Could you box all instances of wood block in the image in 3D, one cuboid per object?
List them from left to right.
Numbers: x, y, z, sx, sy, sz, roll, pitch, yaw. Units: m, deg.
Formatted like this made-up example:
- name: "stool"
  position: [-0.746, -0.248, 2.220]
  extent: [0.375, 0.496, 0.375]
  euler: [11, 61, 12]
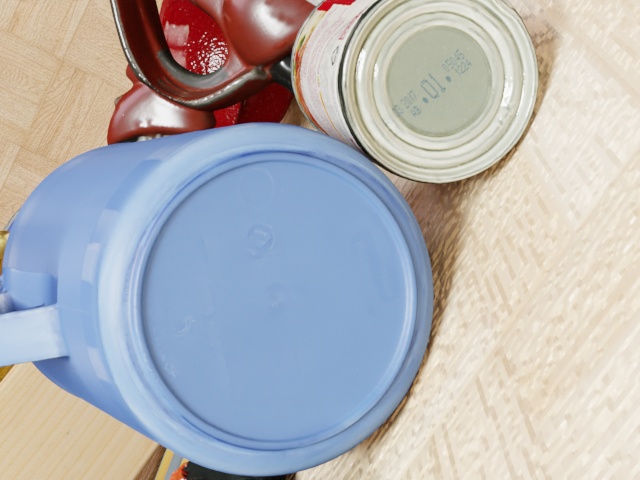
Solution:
- name: "wood block"
  position: [-0.157, 0.125, 0.593]
  extent: [0.206, 0.091, 0.090]
  euler: [-55, 8, -24]

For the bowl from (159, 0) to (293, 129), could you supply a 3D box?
- name: "bowl"
  position: [-0.059, -0.121, 0.720]
  extent: [0.162, 0.055, 0.162]
  euler: [-2, 88, 61]

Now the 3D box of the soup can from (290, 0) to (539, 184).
- name: "soup can"
  position: [0.030, -0.060, 0.385]
  extent: [0.068, 0.068, 0.102]
  euler: [-62, 14, 6]

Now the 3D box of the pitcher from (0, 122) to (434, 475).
- name: "pitcher"
  position: [-0.062, 0.021, 0.424]
  extent: [0.149, 0.145, 0.243]
  euler: [-58, 16, -11]
